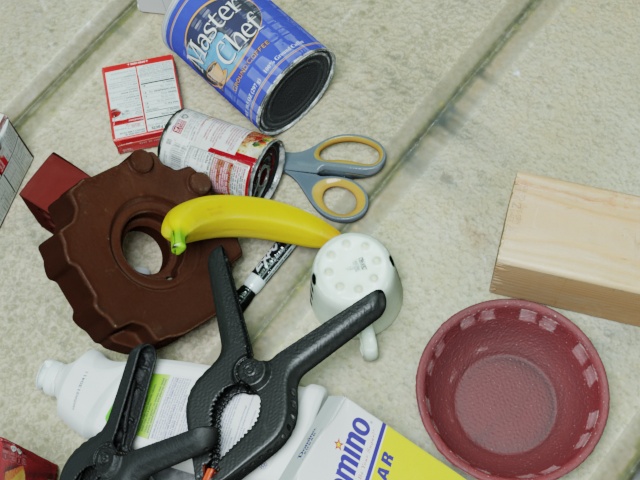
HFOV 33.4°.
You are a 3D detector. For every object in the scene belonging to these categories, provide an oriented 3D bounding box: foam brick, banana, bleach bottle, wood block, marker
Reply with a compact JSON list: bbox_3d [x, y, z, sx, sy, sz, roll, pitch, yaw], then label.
[{"bbox_3d":[-0.236,-0.035,0.997,0.053,0.078,0.051,32,72,15],"label":"foam brick"},{"bbox_3d":[-0.069,-0.012,0.935,0.197,0.037,0.070,-5,48,-45],"label":"banana"},{"bbox_3d":[-0.126,0.143,0.928,0.251,0.068,0.102,15,70,12],"label":"bleach bottle"},{"bbox_3d":[0.261,0.016,0.936,0.206,0.091,0.090,13,71,9],"label":"wood block"},{"bbox_3d":[-0.047,0.021,0.993,0.020,0.020,0.121,34,75,16],"label":"marker"}]

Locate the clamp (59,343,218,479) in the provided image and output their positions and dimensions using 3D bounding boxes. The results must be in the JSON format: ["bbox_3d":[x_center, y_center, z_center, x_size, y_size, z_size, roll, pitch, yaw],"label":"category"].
[{"bbox_3d":[-0.165,0.170,0.872,0.171,0.039,0.120,-43,47,10],"label":"clamp"}]

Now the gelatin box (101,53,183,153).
[{"bbox_3d":[-0.173,-0.135,1.058,0.073,0.030,0.089,-12,68,-2],"label":"gelatin box"}]

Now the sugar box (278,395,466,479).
[{"bbox_3d":[0.060,0.211,0.863,0.176,0.048,0.093,35,73,-11],"label":"sugar box"}]

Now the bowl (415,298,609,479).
[{"bbox_3d":[0.161,0.134,0.914,0.162,0.055,0.162,-1,68,3],"label":"bowl"}]

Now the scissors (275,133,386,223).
[{"bbox_3d":[-0.036,-0.059,1.026,0.202,0.016,0.096,-5,73,8],"label":"scissors"}]

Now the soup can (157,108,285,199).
[{"bbox_3d":[-0.093,-0.078,1.000,0.102,0.068,0.068,21,71,17],"label":"soup can"}]

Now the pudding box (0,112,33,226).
[{"bbox_3d":[-0.319,-0.056,1.005,0.039,0.090,0.113,18,70,9],"label":"pudding box"}]

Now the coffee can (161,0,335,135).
[{"bbox_3d":[-0.070,-0.185,1.031,0.102,0.103,0.140,-43,72,-13],"label":"coffee can"}]

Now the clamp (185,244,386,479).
[{"bbox_3d":[-0.060,0.105,0.882,0.165,0.036,0.210,22,72,24],"label":"clamp"}]
